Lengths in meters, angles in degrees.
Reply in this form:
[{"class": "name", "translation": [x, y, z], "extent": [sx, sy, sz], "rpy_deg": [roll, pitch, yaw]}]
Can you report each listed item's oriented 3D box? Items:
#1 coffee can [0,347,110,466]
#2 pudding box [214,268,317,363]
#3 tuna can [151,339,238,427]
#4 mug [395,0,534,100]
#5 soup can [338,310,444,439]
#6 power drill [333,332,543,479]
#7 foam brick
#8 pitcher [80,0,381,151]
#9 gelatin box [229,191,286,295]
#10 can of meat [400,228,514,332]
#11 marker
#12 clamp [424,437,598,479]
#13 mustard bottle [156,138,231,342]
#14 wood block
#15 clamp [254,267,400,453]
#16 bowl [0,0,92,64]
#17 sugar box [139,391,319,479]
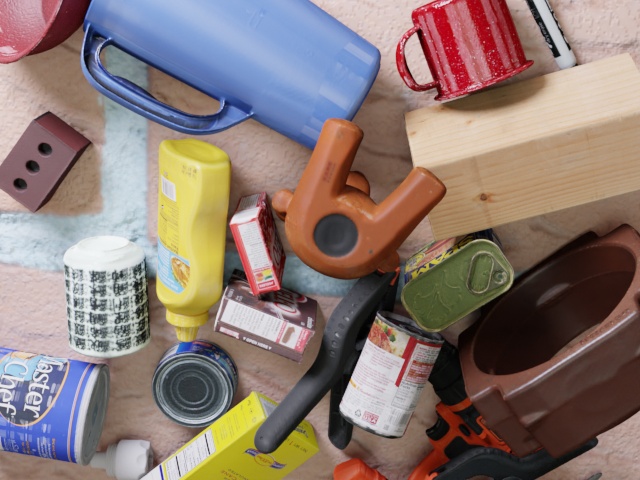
[{"class": "coffee can", "translation": [-0.292, 0.163, 1.067], "extent": [0.140, 0.102, 0.103], "rpy_deg": [9, 109, 1]}, {"class": "pudding box", "translation": [-0.051, 0.070, 1.014], "extent": [0.090, 0.113, 0.039], "rpy_deg": [20, 103, -3]}, {"class": "tuna can", "translation": [-0.128, 0.146, 1.086], "extent": [0.086, 0.033, 0.086], "rpy_deg": [1, 108, 4]}, {"class": "mug", "translation": [0.119, -0.172, 0.931], "extent": [0.117, 0.093, 0.081], "rpy_deg": [-24, 101, -10]}, {"class": "soup can", "translation": [0.066, 0.125, 0.998], "extent": [0.068, 0.068, 0.102], "rpy_deg": [21, 98, -3]}, {"class": "power drill", "translation": [0.104, 0.201, 1.068], "extent": [0.188, 0.057, 0.184], "rpy_deg": [-42, 102, 11]}, {"class": "foam brick", "translation": [-0.265, -0.075, 1.014], "extent": [0.053, 0.051, 0.078], "rpy_deg": [37, 107, -8]}, {"class": "pitcher", "translation": [-0.078, -0.171, 0.927], "extent": [0.242, 0.145, 0.149], "rpy_deg": [30, 122, -9]}, {"class": "gelatin box", "translation": [-0.057, 0.001, 1.004], "extent": [0.030, 0.089, 0.073], "rpy_deg": [-14, 107, 7]}, {"class": "can of meat", "translation": [0.126, 0.029, 1.002], "extent": [0.102, 0.084, 0.057], "rpy_deg": [-34, 103, 14]}, {"class": "marker", "translation": [0.210, -0.185, 0.960], "extent": [0.020, 0.020, 0.121], "rpy_deg": [-27, 104, 12]}, {"class": "clamp", "translation": [0.190, 0.232, 1.037], "extent": [0.171, 0.039, 0.120], "rpy_deg": [12, 89, -8]}, {"class": "mustard bottle", "translation": [-0.123, 0.006, 1.009], "extent": [0.058, 0.096, 0.192], "rpy_deg": [-7, 112, -31]}, {"class": "wood block", "translation": [0.187, -0.082, 0.947], "extent": [0.206, 0.090, 0.091], "rpy_deg": [-14, 129, 8]}, {"class": "clamp", "translation": [0.025, 0.118, 1.038], "extent": [0.036, 0.164, 0.210], "rpy_deg": [28, 89, 28]}, {"class": "bowl", "translation": [-0.243, -0.229, 0.934], "extent": [0.162, 0.055, 0.162], "rpy_deg": [-8, 79, 42]}, {"class": "sugar box", "translation": [-0.097, 0.234, 1.090], "extent": [0.176, 0.048, 0.093], "rpy_deg": [-41, 130, 14]}]
